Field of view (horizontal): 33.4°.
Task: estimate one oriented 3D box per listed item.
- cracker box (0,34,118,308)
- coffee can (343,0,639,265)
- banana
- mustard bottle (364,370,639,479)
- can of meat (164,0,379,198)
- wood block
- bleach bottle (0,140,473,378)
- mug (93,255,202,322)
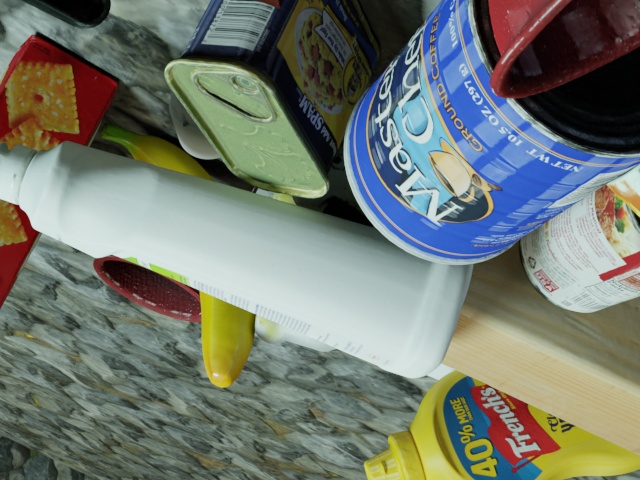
[{"bbox_3d":[-0.224,-0.007,0.701,0.072,0.213,0.164,30,156,-15],"label":"cracker box"},{"bbox_3d":[0.080,-0.057,0.451,0.102,0.102,0.140,27,157,-8],"label":"coffee can"},{"bbox_3d":[-0.081,0.004,0.705,0.198,0.069,0.037,62,146,20],"label":"banana"},{"bbox_3d":[0.122,0.125,0.700,0.191,0.096,0.058,-16,156,-6],"label":"mustard bottle"},{"bbox_3d":[-0.018,-0.084,0.510,0.058,0.084,0.102,10,154,29],"label":"can of meat"},{"bbox_3d":[0.170,0.058,0.633,0.206,0.090,0.091,25,156,-4],"label":"wood block"},{"bbox_3d":[-0.054,0.001,0.559,0.251,0.068,0.102,19,168,-1],"label":"bleach bottle"},{"bbox_3d":[-0.106,0.008,0.792,0.093,0.081,0.117,18,156,12],"label":"mug"}]
